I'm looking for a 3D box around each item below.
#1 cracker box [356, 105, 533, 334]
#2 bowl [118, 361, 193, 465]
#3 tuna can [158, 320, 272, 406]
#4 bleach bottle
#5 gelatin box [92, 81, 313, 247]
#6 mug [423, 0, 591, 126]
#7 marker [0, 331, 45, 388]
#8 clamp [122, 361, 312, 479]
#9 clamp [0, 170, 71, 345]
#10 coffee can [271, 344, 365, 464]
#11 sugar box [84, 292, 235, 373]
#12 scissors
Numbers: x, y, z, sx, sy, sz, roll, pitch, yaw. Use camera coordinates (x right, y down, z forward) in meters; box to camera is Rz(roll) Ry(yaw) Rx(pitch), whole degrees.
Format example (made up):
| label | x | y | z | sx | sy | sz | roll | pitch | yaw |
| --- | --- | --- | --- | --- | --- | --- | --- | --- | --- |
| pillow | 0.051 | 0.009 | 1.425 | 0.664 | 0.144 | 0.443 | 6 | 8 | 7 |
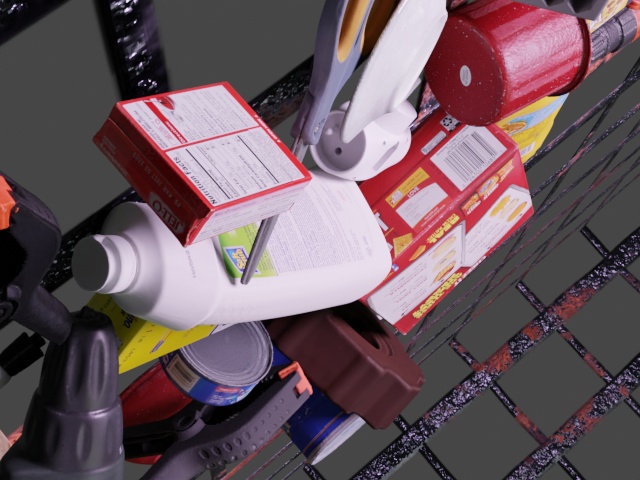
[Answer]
| label | x | y | z | sx | sy | sz | roll | pitch | yaw |
| --- | --- | --- | --- | --- | --- | --- | --- | --- | --- |
| cracker box | 0.087 | -0.013 | 0.872 | 0.164 | 0.072 | 0.213 | -43 | 162 | 2 |
| bowl | -0.132 | 0.154 | 0.974 | 0.162 | 0.055 | 0.162 | -40 | 166 | -12 |
| tuna can | -0.082 | 0.085 | 0.828 | 0.085 | 0.086 | 0.034 | -26 | 161 | -49 |
| bleach bottle | -0.054 | 0.001 | 0.658 | 0.068 | 0.102 | 0.250 | -38 | 162 | 29 |
| gelatin box | -0.057 | -0.040 | 0.531 | 0.089 | 0.073 | 0.030 | -24 | 157 | -53 |
| mug | 0.119 | -0.130 | 0.749 | 0.081 | 0.093 | 0.117 | -29 | -162 | -29 |
| marker | -0.214 | 0.097 | 0.634 | 0.121 | 0.020 | 0.020 | -40 | 167 | -9 |
| clamp | -0.108 | 0.157 | 0.857 | 0.210 | 0.036 | 0.165 | -32 | -155 | -11 |
| clamp | -0.158 | 0.024 | 0.518 | 0.120 | 0.039 | 0.172 | -32 | 163 | -46 |
| coffee can | -0.016 | 0.134 | 1.051 | 0.102 | 0.140 | 0.103 | -39 | 166 | -12 |
| sugar box | -0.088 | 0.035 | 0.738 | 0.093 | 0.048 | 0.175 | -48 | 164 | 26 |
| scissors | 0.003 | -0.075 | 0.590 | 0.096 | 0.016 | 0.202 | -40 | 152 | -59 |
